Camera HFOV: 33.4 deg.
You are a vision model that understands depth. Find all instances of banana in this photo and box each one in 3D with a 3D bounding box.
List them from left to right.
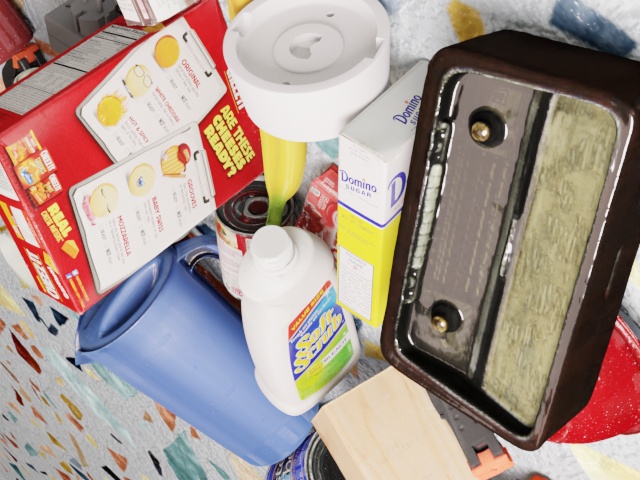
[{"bbox_3d":[-0.035,-0.106,0.790,0.037,0.069,0.198,-5,125,8],"label":"banana"}]

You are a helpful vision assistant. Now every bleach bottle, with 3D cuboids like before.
[{"bbox_3d":[-0.026,0.061,0.881,0.068,0.102,0.251,44,168,24],"label":"bleach bottle"}]

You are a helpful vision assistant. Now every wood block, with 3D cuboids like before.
[{"bbox_3d":[0.087,0.217,0.927,0.206,0.090,0.091,58,166,11],"label":"wood block"}]

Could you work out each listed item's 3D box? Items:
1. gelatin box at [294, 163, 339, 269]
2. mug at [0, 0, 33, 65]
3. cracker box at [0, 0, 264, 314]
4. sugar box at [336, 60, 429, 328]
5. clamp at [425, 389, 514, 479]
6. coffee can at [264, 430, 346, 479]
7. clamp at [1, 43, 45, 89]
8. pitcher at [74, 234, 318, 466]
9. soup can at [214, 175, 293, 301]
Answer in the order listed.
[{"bbox_3d":[0.019,-0.010,0.865,0.073,0.030,0.089,41,150,10],"label":"gelatin box"},{"bbox_3d":[-0.337,-0.211,1.038,0.081,0.093,0.117,56,169,-24],"label":"mug"},{"bbox_3d":[-0.152,-0.073,0.827,0.072,0.213,0.164,21,141,41],"label":"cracker box"},{"bbox_3d":[0.055,-0.027,0.736,0.048,0.093,0.176,33,148,22],"label":"sugar box"},{"bbox_3d":[0.104,0.121,0.820,0.164,0.036,0.210,61,-177,-31],"label":"clamp"},{"bbox_3d":[0.009,0.250,1.117,0.103,0.102,0.140,46,150,2],"label":"coffee can"},{"bbox_3d":[-0.306,-0.137,1.129,0.120,0.039,0.171,24,137,27],"label":"clamp"},{"bbox_3d":[-0.106,0.113,1.055,0.149,0.145,0.242,-13,133,45],"label":"pitcher"},{"bbox_3d":[-0.056,0.001,0.939,0.069,0.068,0.102,32,148,24],"label":"soup can"}]
